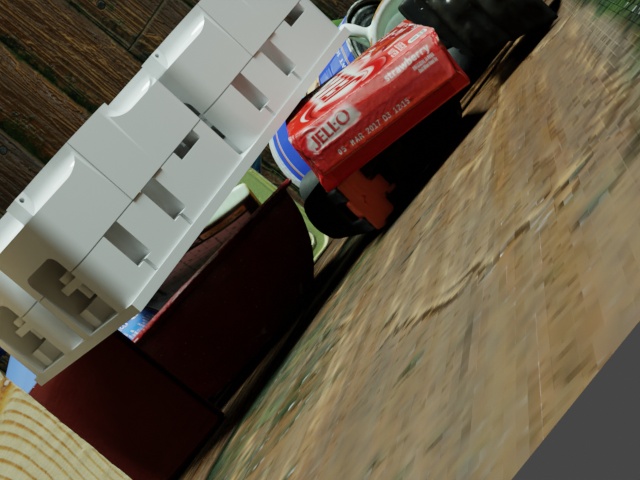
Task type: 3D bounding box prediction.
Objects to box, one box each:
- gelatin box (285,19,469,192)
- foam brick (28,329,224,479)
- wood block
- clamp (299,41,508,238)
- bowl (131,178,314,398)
[{"bbox_3d":[0.021,-0.062,0.462,0.073,0.030,0.089,-37,13,7],"label":"gelatin box"},{"bbox_3d":[-0.093,0.081,0.513,0.051,0.078,0.053,-52,-1,-14],"label":"foam brick"},{"bbox_3d":[-0.138,0.128,0.467,0.090,0.090,0.206,-51,1,-20],"label":"wood block"},{"bbox_3d":[0.042,-0.057,0.550,0.165,0.036,0.210,-45,6,13],"label":"clamp"},{"bbox_3d":[-0.054,0.040,0.619,0.162,0.055,0.162,-47,2,2],"label":"bowl"}]
